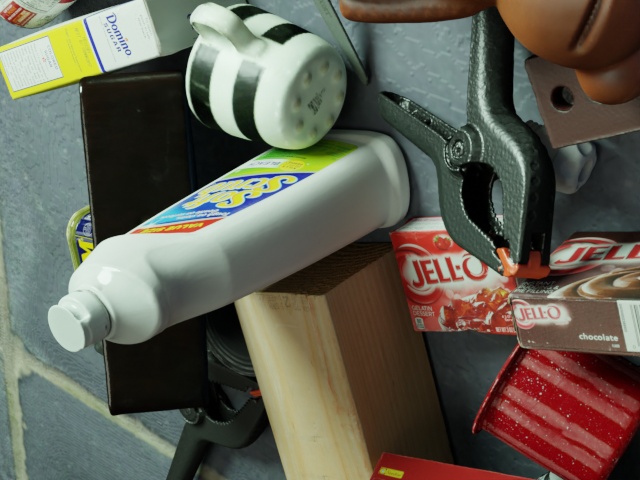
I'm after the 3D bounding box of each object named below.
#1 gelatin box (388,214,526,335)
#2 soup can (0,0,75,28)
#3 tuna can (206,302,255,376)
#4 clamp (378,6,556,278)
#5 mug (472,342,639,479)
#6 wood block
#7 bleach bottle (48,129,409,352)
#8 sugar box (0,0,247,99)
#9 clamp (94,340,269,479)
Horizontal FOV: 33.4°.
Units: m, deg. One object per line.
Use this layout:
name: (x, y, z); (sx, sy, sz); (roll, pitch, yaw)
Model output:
gelatin box: (0.093, 0.022, 0.693); (0.089, 0.030, 0.073); (-1, 111, 41)
soup can: (-0.202, -0.208, 0.796); (0.102, 0.068, 0.068); (-21, 98, 45)
tuna can: (-0.056, 0.061, 0.839); (0.086, 0.033, 0.086); (20, 124, 32)
clamp: (0.085, -0.051, 0.619); (0.120, 0.039, 0.171); (-40, 53, 54)
mug: (0.157, 0.089, 0.644); (0.081, 0.093, 0.117); (31, 93, 18)
wood block: (0.021, 0.113, 0.760); (0.090, 0.090, 0.206); (0, 113, 41)
bleach bottle: (-0.054, 0.001, 0.651); (0.103, 0.250, 0.068); (7, 117, 38)
sugar box: (-0.143, -0.145, 0.762); (0.177, 0.093, 0.048); (-2, 111, 42)
clamp: (-0.103, 0.148, 0.924); (0.210, 0.036, 0.164); (-10, 105, 43)
